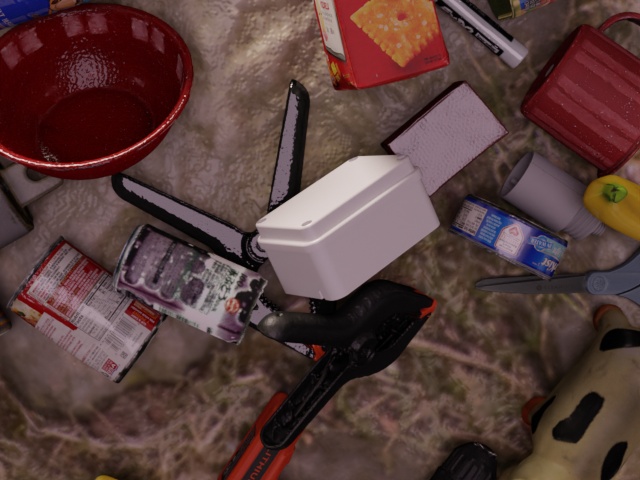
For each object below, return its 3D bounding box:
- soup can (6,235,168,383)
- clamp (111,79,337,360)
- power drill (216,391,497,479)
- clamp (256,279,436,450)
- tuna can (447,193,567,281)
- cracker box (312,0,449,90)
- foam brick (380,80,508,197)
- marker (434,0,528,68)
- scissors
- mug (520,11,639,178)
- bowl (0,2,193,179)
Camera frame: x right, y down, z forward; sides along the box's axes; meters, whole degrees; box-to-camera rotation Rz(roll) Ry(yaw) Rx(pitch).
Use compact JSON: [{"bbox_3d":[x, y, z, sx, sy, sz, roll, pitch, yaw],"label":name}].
[{"bbox_3d":[-0.176,0.053,0.811,0.102,0.068,0.068,36,95,-6],"label":"soup can"},{"bbox_3d":[-0.055,0.001,0.822,0.164,0.036,0.210,-20,98,1],"label":"clamp"},{"bbox_3d":[0.024,0.200,0.841,0.187,0.057,0.184,34,92,-5],"label":"power drill"},{"bbox_3d":[0.017,0.086,0.797,0.171,0.039,0.120,-16,132,-37],"label":"clamp"},{"bbox_3d":[0.141,-0.003,0.803,0.086,0.086,0.034,26,94,-5],"label":"tuna can"},{"bbox_3d":[0.022,-0.213,0.732,0.072,0.164,0.214,-14,98,-2],"label":"cracker box"},{"bbox_3d":[0.092,-0.077,0.809,0.078,0.051,0.053,-39,96,3],"label":"foam brick"},{"bbox_3d":[0.107,-0.176,0.812,0.121,0.020,0.020,39,95,-6],"label":"marker"},{"bbox_3d":[0.230,0.016,0.843,0.201,0.016,0.096,14,95,-4],"label":"scissors"},{"bbox_3d":[0.210,-0.115,0.788,0.081,0.093,0.117,35,97,-1],"label":"mug"},{"bbox_3d":[-0.169,-0.098,0.774,0.162,0.055,0.162,-1,54,2],"label":"bowl"}]
